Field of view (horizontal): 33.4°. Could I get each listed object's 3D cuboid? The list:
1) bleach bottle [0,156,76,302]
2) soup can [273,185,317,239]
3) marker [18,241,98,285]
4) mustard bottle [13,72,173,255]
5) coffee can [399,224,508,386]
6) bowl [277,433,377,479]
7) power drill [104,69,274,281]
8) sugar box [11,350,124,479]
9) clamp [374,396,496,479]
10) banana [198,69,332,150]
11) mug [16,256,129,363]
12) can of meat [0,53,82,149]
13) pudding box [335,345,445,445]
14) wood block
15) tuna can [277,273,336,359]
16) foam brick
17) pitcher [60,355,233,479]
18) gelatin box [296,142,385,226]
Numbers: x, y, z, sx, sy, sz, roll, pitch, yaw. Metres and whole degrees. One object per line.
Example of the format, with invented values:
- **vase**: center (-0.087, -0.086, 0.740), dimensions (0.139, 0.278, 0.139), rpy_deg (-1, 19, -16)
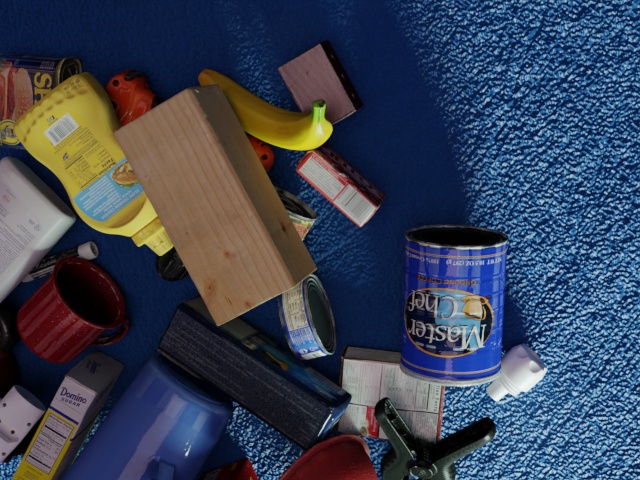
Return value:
- **bleach bottle**: center (-0.380, 0.034, 1.134), dimensions (0.102, 0.068, 0.251), rpy_deg (45, 92, 1)
- **soup can**: center (-0.057, 0.001, 1.102), dimensions (0.068, 0.068, 0.102), rpy_deg (32, 106, 2)
- **marker**: center (-0.302, 0.029, 1.176), dimensions (0.121, 0.020, 0.020), rpy_deg (-20, 98, 13)
- **mustard bottle**: center (-0.211, -0.065, 1.062), dimensions (0.096, 0.058, 0.191), rpy_deg (-35, 97, 14)
- **coffee can**: center (0.132, 0.062, 1.065), dimensions (0.103, 0.102, 0.140), rpy_deg (3, 102, 9)
- **bowl**: center (0.009, 0.281, 1.104), dimensions (0.055, 0.161, 0.162), rpy_deg (37, 109, 36)
- **power drill**: center (-0.166, -0.072, 1.113), dimensions (0.187, 0.057, 0.184), rpy_deg (38, 105, -2)
- **sugar box**: center (-0.284, 0.212, 1.176), dimensions (0.048, 0.093, 0.176), rpy_deg (28, 105, 2)
- **clamp**: center (0.115, 0.223, 1.098), dimensions (0.120, 0.039, 0.171), rpy_deg (9, 139, 12)
- **banana**: center (-0.049, -0.126, 1.051), dimensions (0.198, 0.037, 0.069), rpy_deg (20, 133, 45)
- **mug**: center (-0.262, 0.082, 1.151), dimensions (0.117, 0.093, 0.082), rpy_deg (27, 123, -38)
- **can of meat**: center (-0.300, -0.144, 1.119), dimensions (0.084, 0.057, 0.102), rpy_deg (6, 104, 10)
- **pudding box**: center (0.075, 0.165, 1.131), dimensions (0.113, 0.039, 0.090), rpy_deg (6, 104, 6)
- **wood block**: center (-0.098, -0.037, 1.022), dimensions (0.090, 0.090, 0.206), rpy_deg (-28, 92, 17)
- **tuna can**: center (-0.014, 0.080, 1.103), dimensions (0.034, 0.086, 0.086), rpy_deg (-16, 99, 14)
- **foam brick**: center (0.001, -0.153, 1.066), dimensions (0.051, 0.053, 0.078), rpy_deg (-27, 97, 14)
- **pitcher**: center (-0.195, 0.251, 1.130), dimensions (0.149, 0.144, 0.243), rpy_deg (35, 95, 22)
- **gelatin box**: center (0.021, -0.059, 1.073), dimensions (0.089, 0.073, 0.030), rpy_deg (42, 105, 0)
